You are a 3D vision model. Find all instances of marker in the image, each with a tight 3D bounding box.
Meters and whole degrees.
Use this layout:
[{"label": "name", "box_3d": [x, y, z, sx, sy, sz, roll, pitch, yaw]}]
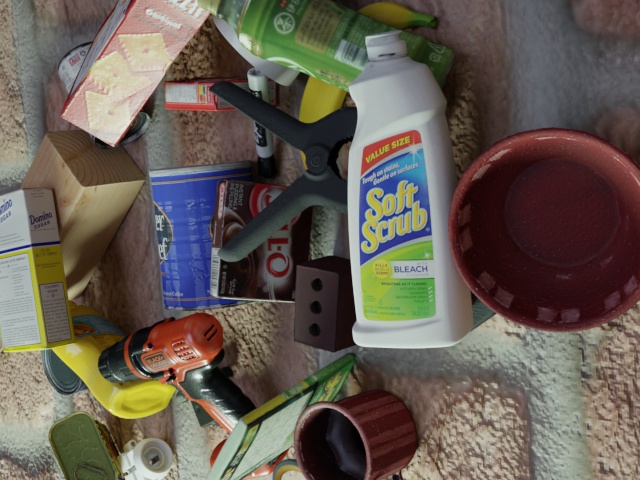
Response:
[{"label": "marker", "box_3d": [-0.056, -0.111, 1.033, 0.020, 0.020, 0.121, 30, 140, 35]}]

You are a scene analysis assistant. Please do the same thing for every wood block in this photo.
[{"label": "wood block", "box_3d": [-0.300, -0.024, 1.247, 0.090, 0.090, 0.206, 52, 127, 23]}]

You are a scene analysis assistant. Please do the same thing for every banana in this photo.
[{"label": "banana", "box_3d": [0.023, -0.149, 0.972, 0.070, 0.037, 0.198, 55, 128, 22]}]

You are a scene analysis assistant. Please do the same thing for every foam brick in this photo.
[{"label": "foam brick", "box_3d": [0.012, 0.059, 1.008, 0.053, 0.051, 0.078, 11, 104, 40]}]

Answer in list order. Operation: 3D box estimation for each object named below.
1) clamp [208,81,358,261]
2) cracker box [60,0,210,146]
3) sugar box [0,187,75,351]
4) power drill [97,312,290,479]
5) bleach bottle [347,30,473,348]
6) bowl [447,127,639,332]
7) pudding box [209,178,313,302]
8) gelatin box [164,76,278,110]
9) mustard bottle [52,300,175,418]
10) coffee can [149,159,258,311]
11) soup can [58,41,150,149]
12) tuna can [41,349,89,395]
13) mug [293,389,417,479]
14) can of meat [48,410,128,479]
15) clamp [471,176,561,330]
[{"label": "clamp", "box_3d": [-0.004, -0.059, 0.953, 0.210, 0.036, 0.164, 3, 90, 14]}, {"label": "cracker box", "box_3d": [-0.162, -0.219, 1.051, 0.214, 0.072, 0.164, -44, 24, 37]}, {"label": "sugar box", "box_3d": [-0.326, 0.034, 1.187, 0.094, 0.048, 0.176, -9, 87, 42]}, {"label": "power drill", "box_3d": [-0.129, 0.164, 1.095, 0.185, 0.057, 0.187, -21, 113, 45]}, {"label": "bleach bottle", "box_3d": [0.061, -0.041, 0.863, 0.103, 0.068, 0.251, -2, 105, 27]}, {"label": "bowl", "box_3d": [0.182, -0.013, 0.820, 0.162, 0.055, 0.162, 7, 111, 17]}, {"label": "pudding box", "box_3d": [-0.057, 0.001, 1.019, 0.039, 0.089, 0.113, -171, 86, -68]}, {"label": "gelatin box", "box_3d": [-0.096, -0.144, 1.045, 0.073, 0.089, 0.030, 9, 105, 40]}, {"label": "mustard bottle", "box_3d": [-0.257, 0.126, 1.229, 0.192, 0.096, 0.058, 38, 109, 32]}, {"label": "coffee can", "box_3d": [-0.114, -0.007, 1.075, 0.103, 0.102, 0.140, -1, 96, 42]}, {"label": "soup can", "box_3d": [-0.241, -0.162, 1.187, 0.069, 0.068, 0.102, -44, 68, 37]}, {"label": "tuna can", "box_3d": [-0.307, 0.147, 1.319, 0.086, 0.033, 0.086, 8, 103, 41]}, {"label": "mug", "box_3d": [0.041, 0.195, 0.983, 0.093, 0.081, 0.117, -43, 69, 38]}, {"label": "can of meat", "box_3d": [-0.272, 0.260, 1.266, 0.102, 0.057, 0.084, 62, 175, 16]}, {"label": "clamp", "box_3d": [0.123, 0.001, 0.905, 0.120, 0.039, 0.172, 32, 115, 29]}]
